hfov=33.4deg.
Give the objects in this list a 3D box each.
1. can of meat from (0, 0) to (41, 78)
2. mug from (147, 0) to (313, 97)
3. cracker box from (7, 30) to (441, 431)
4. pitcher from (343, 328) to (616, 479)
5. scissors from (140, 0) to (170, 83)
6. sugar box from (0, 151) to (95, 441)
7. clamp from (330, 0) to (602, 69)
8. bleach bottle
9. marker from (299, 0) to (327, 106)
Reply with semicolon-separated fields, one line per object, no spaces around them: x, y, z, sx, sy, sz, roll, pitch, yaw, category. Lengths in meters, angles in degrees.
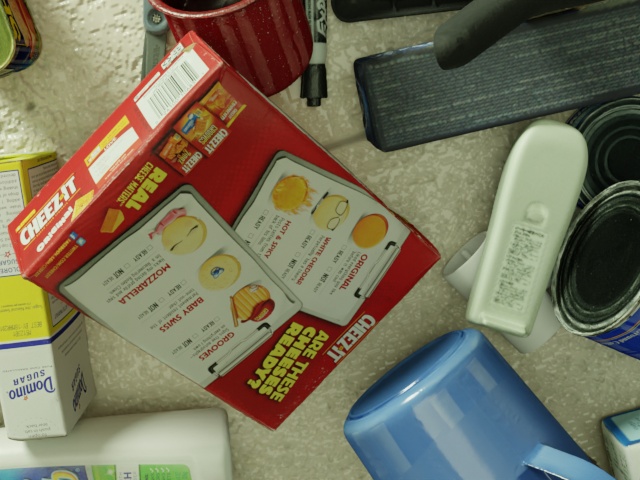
-0.220;-0.150;0.668;0.057;0.084;0.102;-19;99;1;can of meat
-0.049;-0.149;0.666;0.093;0.117;0.081;2;144;18;mug
-0.054;0.001;0.658;0.164;0.072;0.213;-46;127;7;cracker box
0.130;0.175;0.656;0.149;0.145;0.243;-37;91;13;pitcher
-0.089;-0.156;0.703;0.096;0.016;0.202;-9;99;1;scissors
-0.187;0.032;0.693;0.048;0.093;0.176;-5;99;1;sugar box
0.125;-0.154;0.650;0.210;0.165;0.036;-16;117;-8;clamp
-0.183;0.172;0.714;0.250;0.068;0.102;-4;109;-5;bleach bottle
-0.005;-0.149;0.704;0.020;0.020;0.121;-1;99;-1;marker
